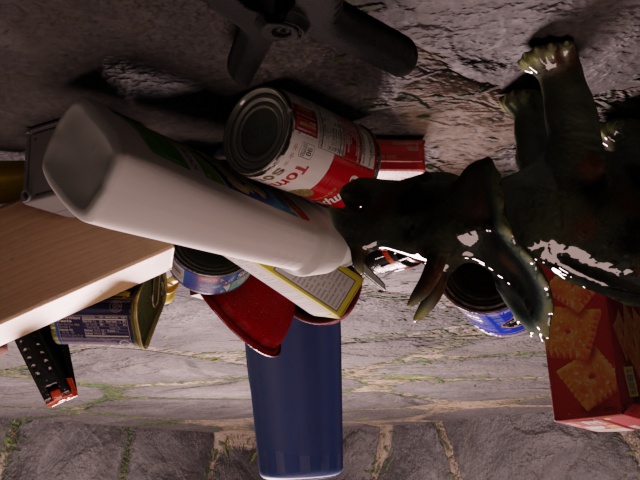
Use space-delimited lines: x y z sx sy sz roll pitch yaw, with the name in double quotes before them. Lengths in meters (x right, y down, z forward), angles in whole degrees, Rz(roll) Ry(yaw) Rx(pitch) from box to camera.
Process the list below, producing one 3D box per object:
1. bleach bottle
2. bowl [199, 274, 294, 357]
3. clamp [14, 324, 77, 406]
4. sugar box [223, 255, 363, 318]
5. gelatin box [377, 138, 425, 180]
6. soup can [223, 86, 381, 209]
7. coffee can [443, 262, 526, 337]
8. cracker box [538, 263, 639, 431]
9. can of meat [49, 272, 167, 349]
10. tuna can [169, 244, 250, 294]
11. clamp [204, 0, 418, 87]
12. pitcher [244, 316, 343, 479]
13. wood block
"bleach bottle" -0.071 -0.025 0.785 0.250 0.068 0.103 18 -162 -42
"bowl" -0.075 0.040 1.088 0.055 0.162 0.162 -40 155 9
"clamp" -0.273 0.054 1.004 0.036 0.210 0.164 -23 171 0
"sugar box" -0.056 0.001 0.903 0.176 0.048 0.093 37 169 -12
"gelatin box" 0.045 -0.059 0.887 0.073 0.030 0.089 1 165 -3
"soup can" -0.013 -0.067 0.781 0.069 0.068 0.102 -13 160 38
"coffee can" 0.184 0.040 1.121 0.103 0.103 0.140 -5 164 17
"cracker box" 0.267 0.072 1.032 0.072 0.213 0.164 -10 163 26
"can of meat" -0.194 0.053 0.981 0.084 0.102 0.057 0 122 7
"tuna can" -0.104 0.009 1.013 0.086 0.086 0.034 2 141 -10
"clamp" -0.009 -0.130 0.598 0.120 0.039 0.171 -4 165 7
"pitcher" -0.038 0.184 1.385 0.145 0.243 0.149 -5 172 8
"wood block" -0.236 0.018 0.889 0.206 0.091 0.090 -25 171 -14
